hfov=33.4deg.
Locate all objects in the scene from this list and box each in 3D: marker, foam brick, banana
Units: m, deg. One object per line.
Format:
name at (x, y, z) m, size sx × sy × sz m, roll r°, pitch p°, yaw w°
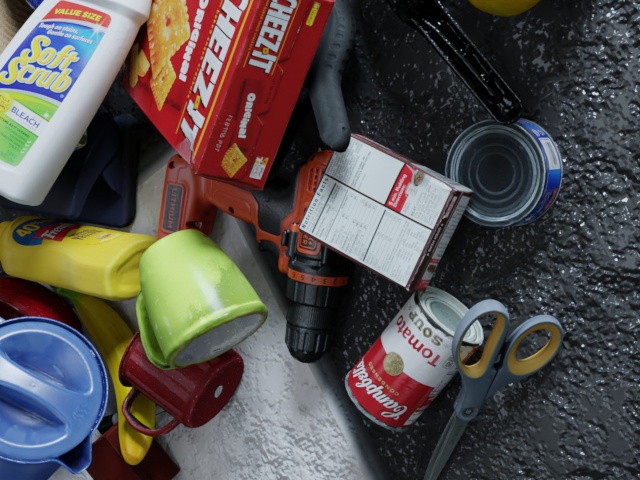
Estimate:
marker at (-0.181, 0.172, 1.065) m, size 0.121 × 0.020 × 0.020 m, roll -24°, pitch 82°, yaw 32°
foam brick at (-0.188, 0.219, 1.043) m, size 0.051 × 0.052 × 0.078 m, roll -36°, pitch 92°, yaw 31°
banana at (-0.198, 0.128, 1.036) m, size 0.037 × 0.069 × 0.198 m, roll -48°, pitch 61°, yaw 35°

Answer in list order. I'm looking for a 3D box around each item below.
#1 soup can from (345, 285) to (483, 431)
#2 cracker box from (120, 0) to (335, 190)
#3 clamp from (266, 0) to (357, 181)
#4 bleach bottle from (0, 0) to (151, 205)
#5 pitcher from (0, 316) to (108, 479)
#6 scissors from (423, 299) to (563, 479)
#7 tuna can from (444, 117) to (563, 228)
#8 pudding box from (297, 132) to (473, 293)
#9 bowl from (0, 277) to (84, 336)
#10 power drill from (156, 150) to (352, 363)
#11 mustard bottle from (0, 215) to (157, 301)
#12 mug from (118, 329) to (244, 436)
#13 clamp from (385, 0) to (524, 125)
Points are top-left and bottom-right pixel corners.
soup can at (0.076, 0.095, 0.861) m, size 0.068 × 0.068 × 0.102 m, roll 46°, pitch 116°, yaw 21°
cracker box at (-0.089, -0.162, 0.889) m, size 0.214 × 0.072 × 0.164 m, roll 47°, pitch 121°, yaw 52°
clamp at (-0.001, -0.131, 0.861) m, size 0.120 × 0.039 × 0.171 m, roll 1°, pitch 73°, yaw 51°
bleach bottle at (-0.224, -0.159, 0.919) m, size 0.102 × 0.068 × 0.251 m, roll 32°, pitch 94°, yaw 11°
pitcher at (-0.297, 0.165, 1.029) m, size 0.243 × 0.144 × 0.149 m, roll 132°, pitch 147°, yaw -58°
scissors at (0.136, 0.125, 0.847) m, size 0.016 × 0.096 × 0.202 m, roll -107°, pitch 15°, yaw -50°
tuna can at (0.140, -0.052, 0.823) m, size 0.086 × 0.033 × 0.086 m, roll 4°, pitch 97°, yaw 33°
pudding box at (0.049, -0.023, 0.833) m, size 0.114 × 0.039 × 0.090 m, roll 30°, pitch 101°, yaw 28°
bowl at (-0.296, 0.088, 1.084) m, size 0.162 × 0.055 × 0.162 m, roll 22°, pitch 144°, yaw 17°
power drill at (-0.056, 0.001, 0.945) m, size 0.188 × 0.057 × 0.184 m, roll 14°, pitch 99°, yaw 29°
mustard bottle at (-0.252, 0.012, 1.039) m, size 0.192 × 0.096 × 0.058 m, roll 10°, pitch 111°, yaw 27°
mug at (-0.132, 0.127, 0.979) m, size 0.082 × 0.093 × 0.117 m, roll 34°, pitch 75°, yaw 21°
clamp at (0.076, -0.178, 0.808) m, size 0.036 × 0.164 × 0.210 m, roll -37°, pitch 36°, yaw 4°
